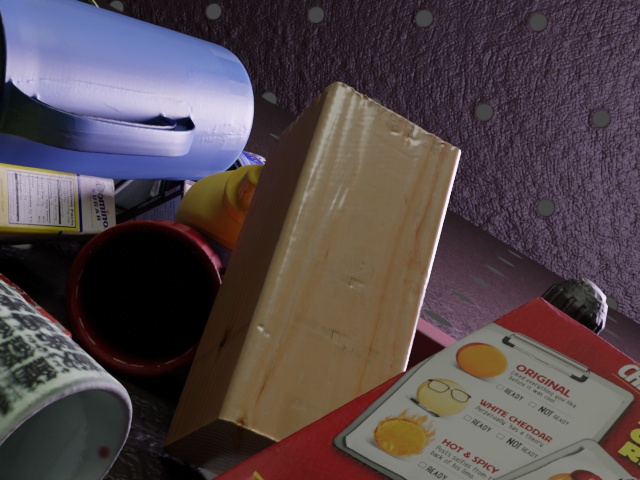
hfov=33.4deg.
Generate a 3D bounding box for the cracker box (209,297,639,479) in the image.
[{"bbox_3d":[0.077,0.129,0.448,0.213,0.072,0.164,-24,44,-32],"label":"cracker box"}]

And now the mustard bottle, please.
[{"bbox_3d":[-0.055,0.001,0.742,0.096,0.058,0.192,24,-27,0],"label":"mustard bottle"}]

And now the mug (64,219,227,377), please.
[{"bbox_3d":[-0.091,0.029,0.661,0.117,0.093,0.081,-10,6,1],"label":"mug"}]

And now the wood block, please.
[{"bbox_3d":[-0.002,0.030,0.589,0.090,0.206,0.091,27,-30,-16],"label":"wood block"}]

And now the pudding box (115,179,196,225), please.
[{"bbox_3d":[-0.095,-0.004,0.856,0.113,0.090,0.039,22,55,-43],"label":"pudding box"}]

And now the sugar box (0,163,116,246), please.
[{"bbox_3d":[-0.206,-0.021,0.629,0.093,0.048,0.176,-4,0,20],"label":"sugar box"}]

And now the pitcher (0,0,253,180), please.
[{"bbox_3d":[-0.156,-0.099,0.746,0.242,0.145,0.149,2,66,-50],"label":"pitcher"}]
